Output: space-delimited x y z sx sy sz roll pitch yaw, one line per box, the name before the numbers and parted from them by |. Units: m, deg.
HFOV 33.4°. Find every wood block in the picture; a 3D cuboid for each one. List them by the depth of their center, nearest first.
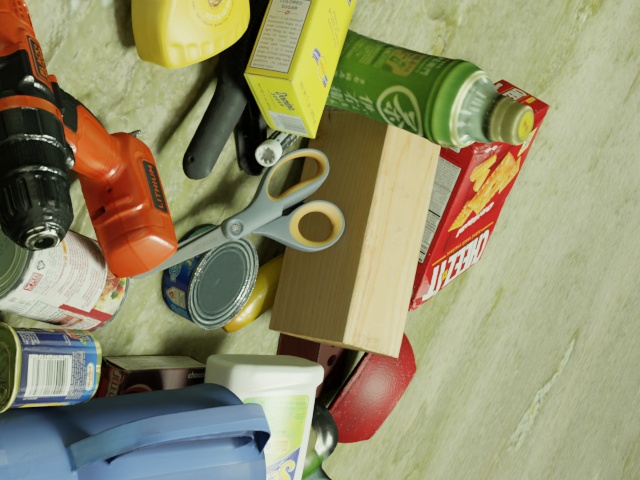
wood block | 0.033 -0.006 0.972 0.090 0.091 0.206 21 78 -50

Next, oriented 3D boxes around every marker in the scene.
marker | -0.029 -0.090 0.906 0.121 0.020 0.020 -57 156 -63

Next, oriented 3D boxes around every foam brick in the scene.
foam brick | -0.007 0.111 1.073 0.052 0.051 0.078 -17 124 -50

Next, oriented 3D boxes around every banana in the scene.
banana | -0.021 0.037 1.020 0.197 0.037 0.070 -15 119 -51

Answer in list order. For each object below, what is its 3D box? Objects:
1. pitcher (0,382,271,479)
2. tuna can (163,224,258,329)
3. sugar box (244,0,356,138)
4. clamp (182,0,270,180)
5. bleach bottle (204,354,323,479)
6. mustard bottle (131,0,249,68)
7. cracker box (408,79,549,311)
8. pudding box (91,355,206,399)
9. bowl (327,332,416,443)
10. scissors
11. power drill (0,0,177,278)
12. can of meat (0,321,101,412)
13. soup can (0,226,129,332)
pitcher | -0.160 0.169 0.758 0.242 0.145 0.149 3 103 -45
tuna can | -0.094 0.031 0.913 0.086 0.034 0.086 -33 135 -41
sugar box | -0.006 -0.180 0.843 0.093 0.048 0.176 65 42 -66
clamp | -0.065 -0.124 0.846 0.120 0.039 0.171 -39 140 -66
bleach bottle | -0.061 0.227 0.919 0.102 0.068 0.251 5 92 -31
mustard bottle | -0.096 -0.221 0.728 0.096 0.058 0.192 -38 138 -39
cracker box | 0.144 -0.048 1.128 0.163 0.072 0.214 -30 146 -48
pudding box | -0.146 0.144 0.902 0.113 0.039 0.090 5 105 -57
bowl | 0.054 0.156 1.122 0.162 0.055 0.162 -55 176 -6
scissors | -0.056 0.001 0.883 0.201 0.016 0.096 -43 104 -25
power drill | -0.155 -0.046 0.667 0.057 0.184 0.187 -23 151 6
can of meat | -0.210 0.083 0.713 0.083 0.102 0.057 12 79 -60
soup can | -0.190 0.021 0.735 0.102 0.069 0.068 28 86 -57
